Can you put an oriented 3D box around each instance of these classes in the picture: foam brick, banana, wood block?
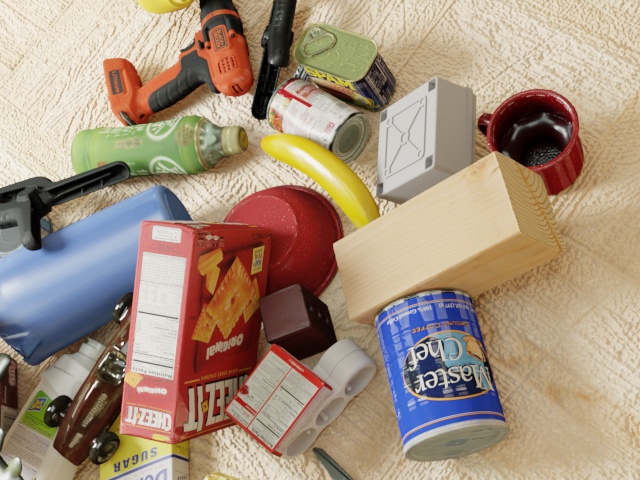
[{"bbox_3d":[-0.024,0.087,1.136,0.051,0.078,0.053,-23,62,15],"label":"foam brick"},{"bbox_3d":[0.006,-0.065,1.172,0.198,0.037,0.070,47,132,20],"label":"banana"},{"bbox_3d":[0.124,0.008,1.062,0.206,0.090,0.091,-30,58,32],"label":"wood block"}]

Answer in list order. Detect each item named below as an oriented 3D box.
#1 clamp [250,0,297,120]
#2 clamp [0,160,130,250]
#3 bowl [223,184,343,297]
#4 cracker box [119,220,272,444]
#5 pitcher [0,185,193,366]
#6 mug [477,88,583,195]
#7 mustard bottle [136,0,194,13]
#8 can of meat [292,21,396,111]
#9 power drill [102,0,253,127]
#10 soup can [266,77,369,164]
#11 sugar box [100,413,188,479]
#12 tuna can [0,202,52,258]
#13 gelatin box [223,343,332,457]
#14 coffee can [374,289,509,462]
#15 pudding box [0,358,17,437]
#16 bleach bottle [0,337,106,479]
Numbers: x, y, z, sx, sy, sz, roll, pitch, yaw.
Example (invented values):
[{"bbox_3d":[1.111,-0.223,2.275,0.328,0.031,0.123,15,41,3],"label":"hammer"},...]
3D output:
[{"bbox_3d":[-0.050,-0.241,1.271,0.039,0.120,0.171,13,68,-16],"label":"clamp"},{"bbox_3d":[-0.334,-0.050,1.284,0.210,0.036,0.164,9,40,47],"label":"clamp"},{"bbox_3d":[-0.058,0.001,1.200,0.162,0.055,0.162,-9,66,20],"label":"bowl"},{"bbox_3d":[-0.122,0.088,1.093,0.072,0.164,0.214,7,93,25],"label":"cracker box"},{"bbox_3d":[-0.263,0.029,1.243,0.243,0.145,0.149,-27,81,7],"label":"pitcher"},{"bbox_3d":[0.216,-0.101,1.108,0.117,0.081,0.093,22,79,29],"label":"mug"},{"bbox_3d":[-0.197,-0.335,1.356,0.096,0.058,0.192,-38,35,-2],"label":"mustard bottle"},{"bbox_3d":[0.030,-0.197,1.227,0.102,0.083,0.057,24,80,29],"label":"can of meat"},{"bbox_3d":[-0.181,-0.231,1.347,0.188,0.057,0.184,-25,55,13],"label":"power drill"},{"bbox_3d":[-0.002,-0.137,1.225,0.102,0.068,0.068,33,84,30],"label":"soup can"},{"bbox_3d":[-0.194,0.220,1.173,0.093,0.048,0.176,-13,64,18],"label":"sugar box"},{"bbox_3d":[-0.386,-0.008,1.356,0.086,0.033,0.086,-9,66,20],"label":"tuna can"},{"bbox_3d":[-0.043,0.162,1.079,0.073,0.030,0.089,35,86,29],"label":"gelatin box"},{"bbox_3d":[0.117,0.133,1.043,0.103,0.102,0.140,-19,63,15],"label":"coffee can"},{"bbox_3d":[-0.410,0.201,1.278,0.090,0.039,0.113,-17,62,18],"label":"pudding box"},{"bbox_3d":[-0.306,0.231,1.209,0.103,0.068,0.250,20,76,28],"label":"bleach bottle"}]
